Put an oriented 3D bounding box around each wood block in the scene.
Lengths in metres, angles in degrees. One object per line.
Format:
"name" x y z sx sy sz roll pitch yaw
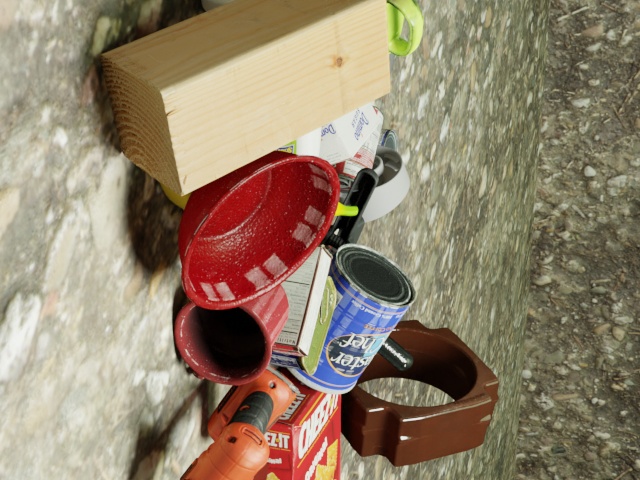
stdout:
"wood block" -0.052 -0.127 0.825 0.205 0.090 0.091 -29 132 -28

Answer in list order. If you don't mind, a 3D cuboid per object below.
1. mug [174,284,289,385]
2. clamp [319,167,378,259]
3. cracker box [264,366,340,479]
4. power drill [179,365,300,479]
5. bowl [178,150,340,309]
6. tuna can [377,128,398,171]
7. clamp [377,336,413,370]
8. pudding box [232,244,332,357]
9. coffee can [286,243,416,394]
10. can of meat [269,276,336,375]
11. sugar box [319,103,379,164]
"mug" -0.083 0.082 0.995 0.117 0.093 0.081 -56 -179 30
"clamp" 0.023 -0.007 1.260 0.164 0.036 0.210 -55 172 3
"cracker box" -0.028 0.263 1.249 0.164 0.072 0.214 -47 141 -61
"power drill" -0.093 0.206 0.979 0.185 0.057 0.187 -50 -175 23
"bowl" -0.062 -0.020 0.891 0.162 0.055 0.162 -31 147 -22
"tuna can" 0.080 -0.112 1.468 0.086 0.034 0.086 8 90 -72
"clamp" 0.039 0.094 1.347 0.171 0.120 0.039 39 93 -31
"pudding box" -0.046 0.055 1.073 0.039 0.090 0.113 53 47 -64
"coffee can" 0.028 0.089 1.204 0.140 0.103 0.102 -58 174 28
"can of meat" -0.038 0.082 1.116 0.057 0.084 0.102 66 36 -58
"sugar box" -0.007 -0.170 1.058 0.176 0.048 0.093 65 32 -19
